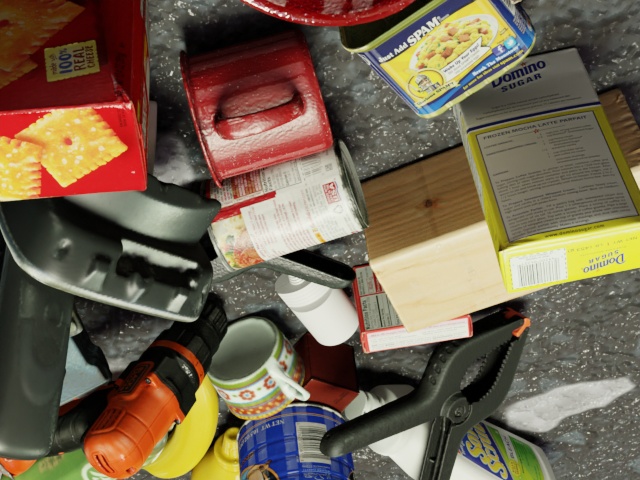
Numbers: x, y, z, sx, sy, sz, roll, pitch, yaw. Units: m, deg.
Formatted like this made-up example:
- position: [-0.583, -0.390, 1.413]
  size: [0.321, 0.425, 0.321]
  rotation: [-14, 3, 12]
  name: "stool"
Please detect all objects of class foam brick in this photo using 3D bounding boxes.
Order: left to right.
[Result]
- position: [-0.008, 0.131, 0.954]
  size: [0.052, 0.051, 0.078]
  rotation: [20, 130, -26]
  name: "foam brick"

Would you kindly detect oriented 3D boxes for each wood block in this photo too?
- position: [0.142, -0.020, 0.791]
  size: [0.206, 0.091, 0.090]
  rotation: [-19, 134, 13]
  name: "wood block"

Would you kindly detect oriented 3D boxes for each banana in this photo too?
- position: [-0.130, 0.170, 0.990]
  size: [0.069, 0.037, 0.198]
  rotation: [11, 133, -19]
  name: "banana"

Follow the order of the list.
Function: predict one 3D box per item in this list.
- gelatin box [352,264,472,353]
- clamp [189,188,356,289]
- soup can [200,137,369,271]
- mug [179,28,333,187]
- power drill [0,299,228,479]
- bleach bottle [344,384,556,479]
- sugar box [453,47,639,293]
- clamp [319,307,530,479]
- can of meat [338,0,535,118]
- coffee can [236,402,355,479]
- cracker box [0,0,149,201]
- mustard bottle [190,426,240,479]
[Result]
- position: [0.073, 0.050, 0.866]
  size: [0.089, 0.073, 0.030]
  rotation: [-10, 136, 3]
  name: "gelatin box"
- position: [-0.055, 0.001, 0.816]
  size: [0.171, 0.039, 0.120]
  rotation: [-15, 113, 12]
  name: "clamp"
- position: [-0.024, -0.025, 0.744]
  size: [0.102, 0.068, 0.068]
  rotation: [-17, 135, 9]
  name: "soup can"
- position: [-0.040, -0.087, 0.688]
  size: [0.081, 0.117, 0.093]
  rotation: [-15, 104, 1]
  name: "mug"
- position: [-0.177, 0.123, 0.871]
  size: [0.188, 0.184, 0.057]
  rotation: [-17, 114, 34]
  name: "power drill"
- position: [0.123, 0.204, 1.009]
  size: [0.250, 0.102, 0.068]
  rotation: [30, 124, -33]
  name: "bleach bottle"
- position: [0.146, -0.051, 0.699]
  size: [0.093, 0.176, 0.048]
  rotation: [-11, 134, 4]
  name: "sugar box"
- position: [0.100, 0.139, 0.911]
  size: [0.164, 0.036, 0.210]
  rotation: [38, 86, -38]
  name: "clamp"
- position: [0.077, -0.137, 0.688]
  size: [0.102, 0.057, 0.083]
  rotation: [-31, 133, 23]
  name: "can of meat"
- position: [-0.017, 0.225, 0.910]
  size: [0.102, 0.140, 0.103]
  rotation: [-4, 137, -4]
  name: "coffee can"
- position: [-0.208, -0.097, 0.616]
  size: [0.213, 0.164, 0.072]
  rotation: [-4, 134, -4]
  name: "cracker box"
- position: [-0.079, 0.247, 1.059]
  size: [0.096, 0.058, 0.192]
  rotation: [-5, 136, -4]
  name: "mustard bottle"
